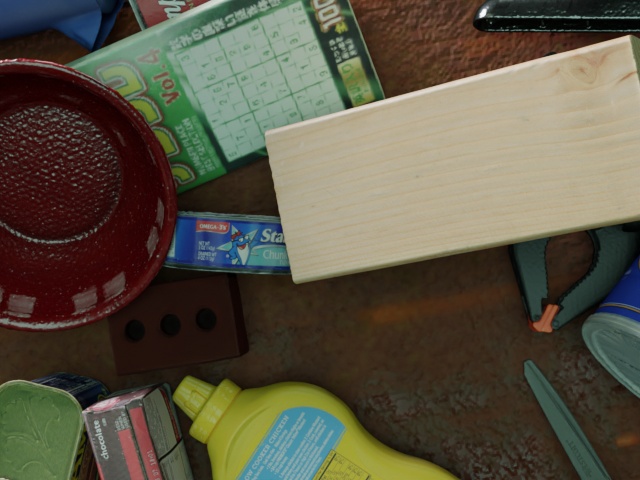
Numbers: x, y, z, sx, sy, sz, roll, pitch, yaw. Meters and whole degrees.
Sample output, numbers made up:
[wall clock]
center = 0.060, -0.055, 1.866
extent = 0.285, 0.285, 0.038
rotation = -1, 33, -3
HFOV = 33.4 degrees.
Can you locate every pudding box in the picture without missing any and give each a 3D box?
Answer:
[pudding box]
center = -0.102, 0.132, 0.626
extent = 0.039, 0.113, 0.090
rotation = -15, 88, 0

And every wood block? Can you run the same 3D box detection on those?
[wood block]
center = 0.085, -0.040, 0.593
extent = 0.206, 0.090, 0.091
rotation = -12, 89, 26

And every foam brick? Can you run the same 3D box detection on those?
[foam brick]
center = -0.088, 0.051, 0.658
extent = 0.078, 0.051, 0.053
rotation = -10, 88, 3

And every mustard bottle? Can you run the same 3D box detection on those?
[mustard bottle]
center = -0.007, 0.142, 0.647
extent = 0.191, 0.058, 0.096
rotation = 33, 90, 3

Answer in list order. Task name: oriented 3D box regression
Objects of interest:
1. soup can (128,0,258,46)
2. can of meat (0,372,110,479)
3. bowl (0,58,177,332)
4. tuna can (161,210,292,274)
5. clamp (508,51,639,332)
[soup can]
center = -0.063, -0.157, 0.653
extent = 0.102, 0.068, 0.068
rotation = -22, 88, 2
[can of meat]
center = -0.167, 0.132, 0.645
extent = 0.057, 0.084, 0.102
rotation = 13, 89, 3
[bowl]
center = -0.162, -0.030, 0.615
extent = 0.162, 0.055, 0.162
rotation = -1, 112, -3
[tuna can]
center = -0.054, 0.001, 0.640
extent = 0.086, 0.086, 0.034
rotation = 4, 91, 4
[clamp]
center = 0.174, -0.022, 0.648
extent = 0.120, 0.039, 0.171
rotation = 12, 89, 14
